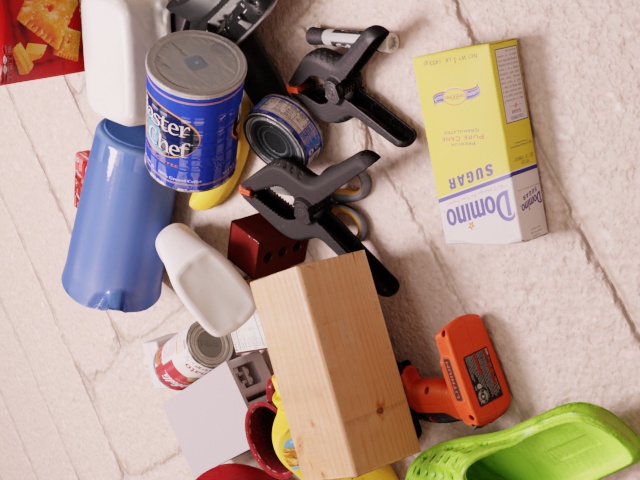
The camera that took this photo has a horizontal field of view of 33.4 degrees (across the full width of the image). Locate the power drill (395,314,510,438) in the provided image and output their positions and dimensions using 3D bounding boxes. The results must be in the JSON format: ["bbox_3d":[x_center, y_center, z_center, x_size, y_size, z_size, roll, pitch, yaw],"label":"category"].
[{"bbox_3d":[0.094,0.127,1.081,0.188,0.057,0.184,-21,91,53],"label":"power drill"}]

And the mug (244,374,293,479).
[{"bbox_3d":[-0.031,0.206,1.233,0.093,0.081,0.117,-8,98,50],"label":"mug"}]

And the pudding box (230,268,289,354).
[{"bbox_3d":[-0.070,0.084,1.268,0.114,0.039,0.090,-15,92,53],"label":"pudding box"}]

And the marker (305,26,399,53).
[{"bbox_3d":[0.028,-0.200,1.061,0.121,0.020,0.020,17,116,45],"label":"marker"}]

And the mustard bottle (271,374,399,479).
[{"bbox_3d":[0.003,0.219,1.149,0.191,0.096,0.058,59,-171,-18],"label":"mustard bottle"}]

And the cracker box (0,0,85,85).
[{"bbox_3d":[-0.312,-0.283,1.274,0.072,0.213,0.164,23,121,41],"label":"cracker box"}]

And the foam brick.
[{"bbox_3d":[-0.058,0.001,1.192,0.051,0.078,0.053,36,131,35],"label":"foam brick"}]

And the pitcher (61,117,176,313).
[{"bbox_3d":[-0.253,-0.041,1.376,0.149,0.144,0.243,32,123,23],"label":"pitcher"}]

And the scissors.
[{"bbox_3d":[-0.012,-0.036,1.173,0.202,0.016,0.096,-10,96,51],"label":"scissors"}]

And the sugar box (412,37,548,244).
[{"bbox_3d":[0.142,-0.085,0.953,0.094,0.048,0.176,-1,102,49],"label":"sugar box"}]

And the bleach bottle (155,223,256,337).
[{"bbox_3d":[-0.146,0.035,1.263,0.102,0.068,0.251,53,174,-17],"label":"bleach bottle"}]

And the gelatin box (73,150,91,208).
[{"bbox_3d":[-0.316,-0.073,1.500,0.073,0.030,0.089,35,128,36],"label":"gelatin box"}]

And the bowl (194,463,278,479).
[{"bbox_3d":[-0.098,0.325,1.340,0.162,0.055,0.162,10,143,7],"label":"bowl"}]

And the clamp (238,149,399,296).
[{"bbox_3d":[-0.005,-0.044,1.105,0.210,0.036,0.164,25,134,35],"label":"clamp"}]

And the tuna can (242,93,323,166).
[{"bbox_3d":[-0.041,-0.112,1.136,0.086,0.033,0.086,30,149,20],"label":"tuna can"}]

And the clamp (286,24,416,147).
[{"bbox_3d":[0.030,-0.145,1.062,0.172,0.039,0.120,1,111,59],"label":"clamp"}]

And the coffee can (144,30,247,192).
[{"bbox_3d":[-0.134,-0.135,1.128,0.103,0.102,0.140,47,147,28],"label":"coffee can"}]

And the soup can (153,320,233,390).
[{"bbox_3d":[-0.164,0.147,1.377,0.102,0.068,0.068,-35,77,49],"label":"soup can"}]

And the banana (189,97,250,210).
[{"bbox_3d":[-0.114,-0.099,1.256,0.070,0.037,0.198,62,142,42],"label":"banana"}]

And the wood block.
[{"bbox_3d":[0.014,0.124,1.058,0.090,0.090,0.206,-21,83,52],"label":"wood block"}]
